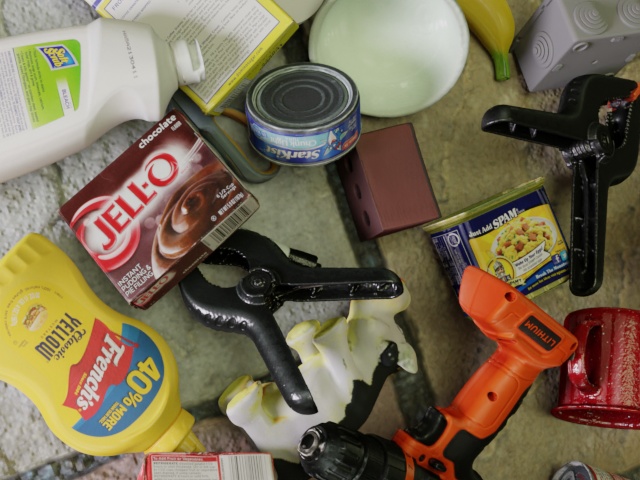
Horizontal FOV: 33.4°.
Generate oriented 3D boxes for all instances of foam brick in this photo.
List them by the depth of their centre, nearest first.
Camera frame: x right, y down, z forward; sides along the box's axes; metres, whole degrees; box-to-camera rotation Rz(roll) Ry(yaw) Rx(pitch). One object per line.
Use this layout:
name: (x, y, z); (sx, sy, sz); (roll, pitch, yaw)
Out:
foam brick: (0.050, -0.044, 0.822); (0.051, 0.053, 0.078); (-16, 86, -20)

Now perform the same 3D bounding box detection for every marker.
marker: (-0.055, 0.001, 0.798); (0.121, 0.020, 0.020); (22, 75, -14)

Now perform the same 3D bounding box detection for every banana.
banana: (0.085, -0.204, 0.868); (0.197, 0.037, 0.069); (26, 73, -13)

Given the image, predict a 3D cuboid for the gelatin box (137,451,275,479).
gelatin box: (-0.082, 0.173, 0.731); (0.089, 0.073, 0.030); (4, 51, -17)

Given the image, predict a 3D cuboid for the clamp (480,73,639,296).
clamp: (0.205, -0.080, 0.848); (0.164, 0.036, 0.209); (54, 48, -20)

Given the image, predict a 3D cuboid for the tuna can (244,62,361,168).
tuna can: (-0.013, -0.094, 0.785); (0.086, 0.034, 0.086); (-2, 45, 2)

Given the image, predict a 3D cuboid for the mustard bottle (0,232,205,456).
mustard bottle: (-0.156, 0.090, 0.730); (0.191, 0.058, 0.096); (42, 69, -8)

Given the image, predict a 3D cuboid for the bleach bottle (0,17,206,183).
bleach bottle: (-0.199, -0.085, 0.713); (0.250, 0.068, 0.102); (-14, 85, -8)

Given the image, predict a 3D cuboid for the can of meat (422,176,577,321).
can of meat: (0.145, 0.007, 0.843); (0.102, 0.058, 0.084); (-23, 91, -21)

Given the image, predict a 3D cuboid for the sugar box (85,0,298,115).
sugar box: (-0.111, -0.182, 0.766); (0.176, 0.048, 0.093); (44, 97, 2)

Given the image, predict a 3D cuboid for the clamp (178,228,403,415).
clamp: (-0.041, 0.047, 0.740); (0.172, 0.039, 0.120); (17, 54, 21)

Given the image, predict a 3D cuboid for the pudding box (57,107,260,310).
pudding box: (-0.112, -0.021, 0.741); (0.113, 0.039, 0.090); (-41, 72, -2)

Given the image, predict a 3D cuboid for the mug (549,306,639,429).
mug: (0.223, 0.097, 0.832); (0.117, 0.093, 0.081); (25, 66, -45)

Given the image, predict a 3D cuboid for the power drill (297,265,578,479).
power drill: (0.087, 0.115, 0.758); (0.184, 0.057, 0.187); (34, 90, -40)

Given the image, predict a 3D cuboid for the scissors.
scissors: (-0.119, -0.101, 0.790); (0.201, 0.016, 0.096); (38, 60, -8)
